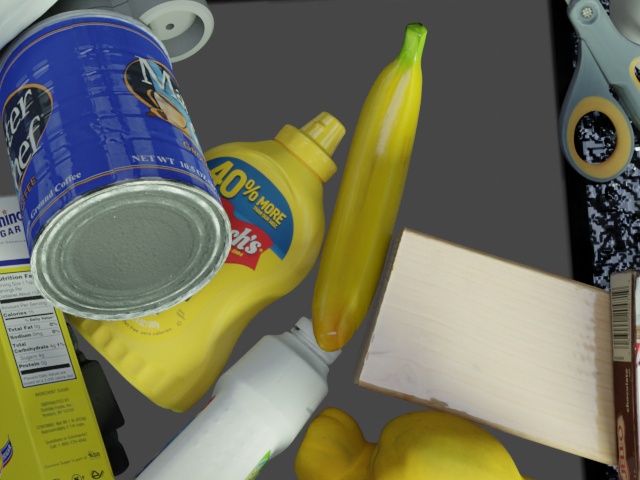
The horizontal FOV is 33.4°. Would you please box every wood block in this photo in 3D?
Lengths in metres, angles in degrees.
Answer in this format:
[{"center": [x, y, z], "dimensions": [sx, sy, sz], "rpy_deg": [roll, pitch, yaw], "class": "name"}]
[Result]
[{"center": [0.130, 0.069, 0.607], "dimensions": [0.206, 0.090, 0.091], "rpy_deg": [17, 86, 2], "class": "wood block"}]

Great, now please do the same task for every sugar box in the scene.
[{"center": [-0.171, 0.073, 0.584], "dimensions": [0.048, 0.093, 0.176], "rpy_deg": [-9, 66, -41], "class": "sugar box"}]

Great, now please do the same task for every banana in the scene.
[{"center": [0.026, -0.026, 0.618], "dimensions": [0.037, 0.069, 0.198], "rpy_deg": [10, 74, 13], "class": "banana"}]

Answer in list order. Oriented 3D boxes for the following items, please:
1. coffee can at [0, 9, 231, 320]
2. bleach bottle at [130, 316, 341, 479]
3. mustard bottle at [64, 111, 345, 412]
[{"center": [-0.115, -0.042, 0.577], "dimensions": [0.103, 0.103, 0.140], "rpy_deg": [-22, 51, -2], "class": "coffee can"}, {"center": [-0.076, 0.142, 0.607], "dimensions": [0.068, 0.102, 0.250], "rpy_deg": [41, 81, 6], "class": "bleach bottle"}, {"center": [-0.054, 0.001, 0.626], "dimensions": [0.096, 0.058, 0.191], "rpy_deg": [40, 86, 20], "class": "mustard bottle"}]
